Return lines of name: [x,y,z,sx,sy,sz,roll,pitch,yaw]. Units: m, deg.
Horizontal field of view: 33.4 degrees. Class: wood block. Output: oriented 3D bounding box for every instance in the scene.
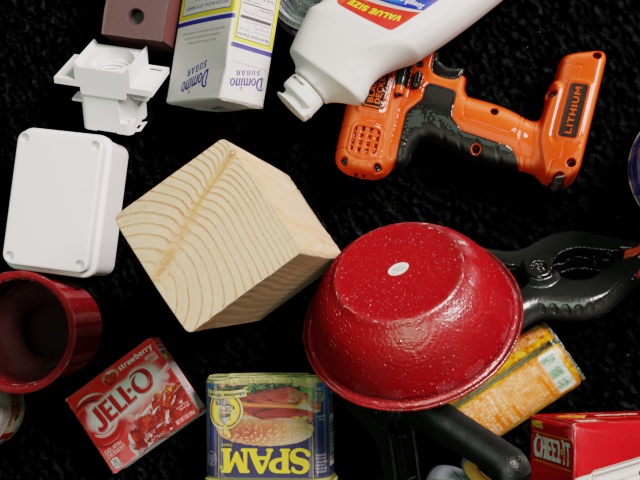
wood block: [-0.056,0.001,0.760,0.091,0.206,0.090,-35,83,6]

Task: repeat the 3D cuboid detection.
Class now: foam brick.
foam brick: [-0.138,-0.195,0.858,0.053,0.051,0.078,8,89,8]

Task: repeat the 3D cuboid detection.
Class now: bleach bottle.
bleach bottle: [0.074,-0.178,0.771,0.251,0.068,0.103,-45,74,-3]

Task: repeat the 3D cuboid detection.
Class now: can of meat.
can of meat: [-0.039,0.145,0.827,0.102,0.057,0.084,-2,85,9]

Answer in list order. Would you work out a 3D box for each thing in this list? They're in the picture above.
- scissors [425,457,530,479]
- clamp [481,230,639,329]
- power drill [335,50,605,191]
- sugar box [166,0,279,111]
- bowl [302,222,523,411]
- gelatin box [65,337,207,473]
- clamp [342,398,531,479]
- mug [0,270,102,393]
scissors: [0.175,0.207,0.786,0.202,0.096,0.016,21,49,11]
clamp: [0.158,0.040,0.787,0.171,0.039,0.120,-8,52,9]
power drill: [0.116,-0.123,0.815,0.188,0.057,0.184,12,86,11]
sugar box: [-0.069,-0.190,0.829,0.048,0.093,0.176,7,91,-34]
bowl: [0.060,0.039,0.754,0.162,0.055,0.162,-10,45,10]
gelatin box: [-0.148,0.132,0.857,0.089,0.030,0.073,-35,83,5]
clamp: [0.057,0.133,0.797,0.210,0.036,0.165,55,138,29]
mug: [-0.235,0.067,0.847,0.117,0.081,0.093,17,90,9]
